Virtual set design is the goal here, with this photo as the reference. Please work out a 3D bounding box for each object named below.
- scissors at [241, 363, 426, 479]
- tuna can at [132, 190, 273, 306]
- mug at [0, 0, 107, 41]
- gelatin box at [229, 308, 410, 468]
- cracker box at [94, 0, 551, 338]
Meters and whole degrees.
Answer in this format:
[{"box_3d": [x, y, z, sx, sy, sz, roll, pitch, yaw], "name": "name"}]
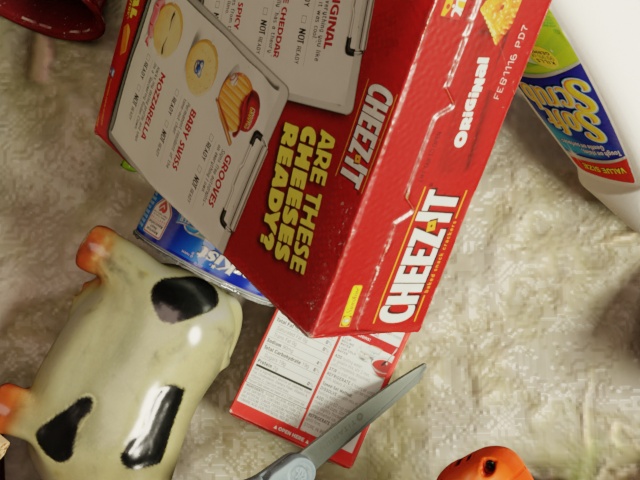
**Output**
[{"box_3d": [-0.016, 0.137, 0.536, 0.201, 0.016, 0.096, -17, 105, -32], "name": "scissors"}, {"box_3d": [-0.054, 0.001, 0.566, 0.086, 0.086, 0.034, 28, 92, 3], "name": "tuna can"}, {"box_3d": [-0.138, -0.167, 0.590, 0.117, 0.093, 0.081, 13, 74, 22], "name": "mug"}, {"box_3d": [0.001, 0.070, 0.587, 0.073, 0.030, 0.089, 24, 80, 4], "name": "gelatin box"}, {"box_3d": [-0.013, -0.079, 0.482, 0.071, 0.214, 0.164, 2, 116, -40], "name": "cracker box"}]
